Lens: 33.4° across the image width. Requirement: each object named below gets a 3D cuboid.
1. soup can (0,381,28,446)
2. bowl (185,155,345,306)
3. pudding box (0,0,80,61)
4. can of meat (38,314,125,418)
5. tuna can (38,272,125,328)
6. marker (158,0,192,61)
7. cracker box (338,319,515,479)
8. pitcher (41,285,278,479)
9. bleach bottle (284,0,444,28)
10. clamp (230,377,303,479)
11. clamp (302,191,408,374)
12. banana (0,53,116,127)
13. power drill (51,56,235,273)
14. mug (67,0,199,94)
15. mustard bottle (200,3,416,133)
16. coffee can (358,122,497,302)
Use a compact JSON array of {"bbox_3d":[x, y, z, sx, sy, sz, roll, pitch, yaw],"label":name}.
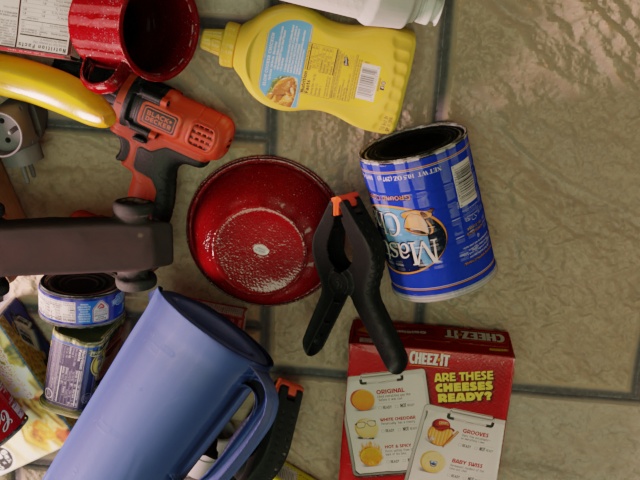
[{"bbox_3d":[-0.345,0.156,1.050,0.068,0.068,0.102,-30,103,15],"label":"soup can"},{"bbox_3d":[-0.057,0.001,1.044,0.162,0.055,0.162,2,111,4],"label":"bowl"},{"bbox_3d":[-0.258,-0.224,0.967,0.090,0.039,0.113,9,96,1],"label":"pudding box"},{"bbox_3d":[-0.239,0.117,1.080,0.057,0.102,0.084,15,110,4],"label":"can of meat"},{"bbox_3d":[-0.238,0.055,1.064,0.086,0.086,0.034,5,110,3],"label":"tuna can"},{"bbox_3d":[-0.144,-0.221,0.984,0.020,0.020,0.121,-11,110,9],"label":"marker"},{"bbox_3d":[0.104,0.194,1.097,0.164,0.072,0.214,5,111,3],"label":"cracker box"},{"bbox_3d":[-0.155,0.178,1.008,0.145,0.149,0.243,33,93,-15],"label":"pitcher"},{"bbox_3d":[-0.015,-0.239,0.934,0.250,0.102,0.068,15,119,-8],"label":"bleach bottle"},{"bbox_3d":[-0.078,0.240,1.118,0.036,0.165,0.210,23,89,-23],"label":"clamp"},{"bbox_3d":[0.021,0.042,1.006,0.120,0.039,0.171,-5,95,37],"label":"clamp"},{"bbox_3d":[-0.269,-0.138,0.964,0.198,0.069,0.037,14,124,6],"label":"banana"},{"bbox_3d":[-0.193,-0.071,1.026,0.184,0.057,0.188,24,113,4],"label":"power drill"},{"bbox_3d":[-0.173,-0.180,0.942,0.082,0.093,0.117,13,73,38],"label":"mug"},{"bbox_3d":[-0.015,-0.164,0.974,0.191,0.058,0.096,12,115,0],"label":"mustard bottle"},{"bbox_3d":[0.101,-0.027,0.993,0.103,0.102,0.140,-12,110,9],"label":"coffee can"}]
